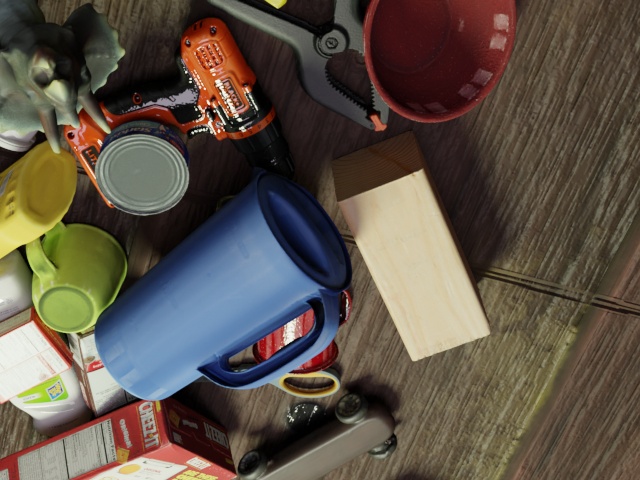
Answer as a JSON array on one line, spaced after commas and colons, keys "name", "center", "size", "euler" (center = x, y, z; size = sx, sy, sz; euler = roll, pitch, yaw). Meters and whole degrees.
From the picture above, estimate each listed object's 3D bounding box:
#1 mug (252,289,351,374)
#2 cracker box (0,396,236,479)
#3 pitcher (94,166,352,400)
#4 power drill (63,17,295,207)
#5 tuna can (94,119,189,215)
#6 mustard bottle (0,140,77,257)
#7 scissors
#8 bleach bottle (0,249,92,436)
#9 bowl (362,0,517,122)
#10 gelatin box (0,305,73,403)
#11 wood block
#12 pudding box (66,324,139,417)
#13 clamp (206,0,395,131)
[{"name": "mug", "center": [-0.016, 0.079, 1.128], "size": [0.117, 0.093, 0.081], "euler": [-15, 121, -30]}, {"name": "cracker box", "center": [-0.227, 0.254, 1.194], "size": [0.214, 0.072, 0.164], "euler": [-24, 150, 11]}, {"name": "pitcher", "center": [-0.095, 0.060, 1.011], "size": [0.243, 0.149, 0.145], "euler": [-36, 109, 23]}, {"name": "power drill", "center": [-0.135, -0.102, 1.026], "size": [0.188, 0.057, 0.184], "euler": [-23, 119, 9]}, {"name": "tuna can", "center": [-0.164, -0.068, 0.990], "size": [0.086, 0.034, 0.086], "euler": [-2, 124, -3]}, {"name": "mustard bottle", "center": [-0.313, -0.022, 1.036], "size": [0.058, 0.096, 0.192], "euler": [34, 140, -31]}, {"name": "scissors", "center": [-0.073, 0.134, 1.194], "size": [0.201, 0.016, 0.096], "euler": [10, 119, -8]}, {"name": "bleach bottle", "center": [-0.321, 0.131, 1.157], "size": [0.102, 0.068, 0.251], "euler": [-15, 123, 5]}, {"name": "bowl", "center": [0.096, -0.190, 0.958], "size": [0.161, 0.055, 0.162], "euler": [-11, 113, -26]}, {"name": "gelatin box", "center": [-0.310, 0.117, 1.093], "size": [0.089, 0.030, 0.073], "euler": [-27, 123, 5]}, {"name": "wood block", "center": [0.093, 0.007, 1.078], "size": [0.090, 0.091, 0.206], "euler": [-21, 119, 9]}, {"name": "pudding box", "center": [-0.217, 0.124, 1.149], "size": [0.089, 0.039, 0.113], "euler": [-22, 127, -26]}, {"name": "clamp", "center": [0.015, -0.197, 0.983], "size": [0.165, 0.036, 0.210], "euler": [-32, 113, 17]}]
